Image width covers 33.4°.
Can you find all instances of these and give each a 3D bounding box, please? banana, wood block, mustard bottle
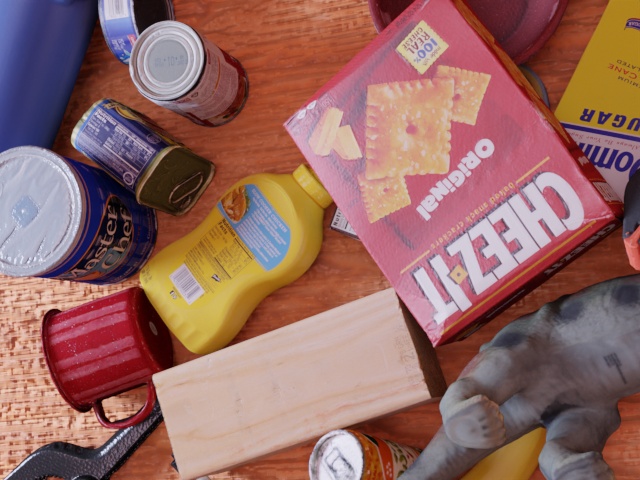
[{"bbox_3d":[0.142,0.149,0.827,0.070,0.037,0.198,35,95,16],"label":"banana"},{"bbox_3d":[-0.014,0.115,0.847,0.206,0.090,0.090,-21,79,13],"label":"wood block"},{"bbox_3d":[-0.056,0.001,0.886,0.192,0.058,0.096,-43,63,8],"label":"mustard bottle"}]

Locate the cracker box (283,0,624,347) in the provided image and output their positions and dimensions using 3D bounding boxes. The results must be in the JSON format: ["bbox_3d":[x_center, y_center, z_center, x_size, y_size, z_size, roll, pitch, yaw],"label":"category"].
[{"bbox_3d":[0.094,-0.054,0.788,0.164,0.072,0.214,-40,74,22],"label":"cracker box"}]

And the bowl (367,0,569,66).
[{"bbox_3d":[0.121,-0.201,0.857,0.162,0.055,0.162,-2,84,16],"label":"bowl"}]

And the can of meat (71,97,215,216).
[{"bbox_3d":[-0.149,-0.071,0.899,0.084,0.102,0.057,37,95,18],"label":"can of meat"}]

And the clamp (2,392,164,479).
[{"bbox_3d":[-0.193,0.206,0.917,0.210,0.036,0.164,-4,82,12],"label":"clamp"}]

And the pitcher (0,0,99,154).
[{"bbox_3d":[-0.285,-0.140,0.939,0.145,0.149,0.243,18,93,0],"label":"pitcher"}]

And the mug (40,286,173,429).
[{"bbox_3d":[-0.173,0.099,0.894,0.081,0.093,0.117,-20,73,8],"label":"mug"}]

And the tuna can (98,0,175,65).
[{"bbox_3d":[-0.157,-0.194,0.921,0.034,0.086,0.086,-4,84,17],"label":"tuna can"}]

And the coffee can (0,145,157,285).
[{"bbox_3d":[-0.211,-0.016,0.890,0.103,0.140,0.103,-2,84,16],"label":"coffee can"}]

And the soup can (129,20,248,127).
[{"bbox_3d":[-0.109,-0.138,0.892,0.068,0.102,0.068,-2,84,16],"label":"soup can"}]
